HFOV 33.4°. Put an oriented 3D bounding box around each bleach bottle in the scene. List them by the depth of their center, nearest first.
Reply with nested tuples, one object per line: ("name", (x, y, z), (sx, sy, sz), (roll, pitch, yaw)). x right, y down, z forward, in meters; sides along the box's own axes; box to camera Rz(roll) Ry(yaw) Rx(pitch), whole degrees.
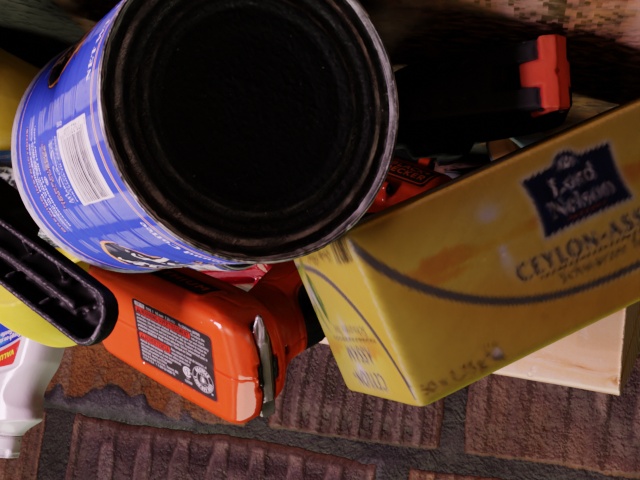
("bleach bottle", (-0.264, 0.071, 0.972), (0.103, 0.251, 0.068), (3, 173, 31))

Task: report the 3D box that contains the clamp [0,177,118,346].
("clamp", (-0.183, -0.019, 0.486), (0.164, 0.036, 0.210), (24, -175, -24))

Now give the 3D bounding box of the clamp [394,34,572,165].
("clamp", (0.055, -0.053, 0.461), (0.120, 0.039, 0.172), (-9, -177, -35))

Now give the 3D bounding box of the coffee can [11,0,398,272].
("coffee can", (-0.050, -0.040, 0.395), (0.102, 0.103, 0.141), (10, 173, -25))

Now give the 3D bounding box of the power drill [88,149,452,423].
("power drill", (-0.019, 0.003, 0.530), (0.185, 0.057, 0.187), (20, -141, 39))
